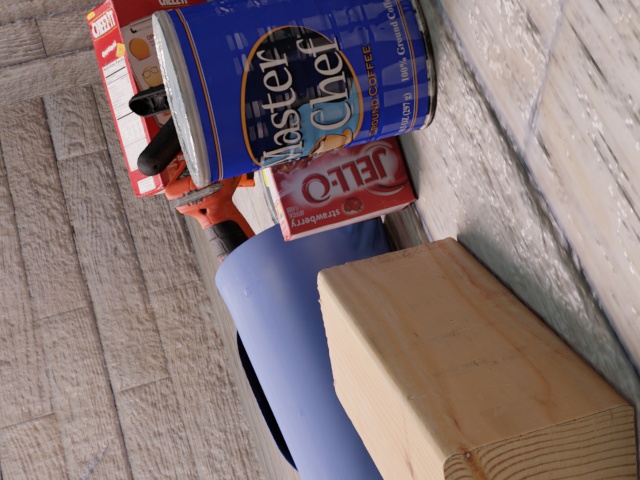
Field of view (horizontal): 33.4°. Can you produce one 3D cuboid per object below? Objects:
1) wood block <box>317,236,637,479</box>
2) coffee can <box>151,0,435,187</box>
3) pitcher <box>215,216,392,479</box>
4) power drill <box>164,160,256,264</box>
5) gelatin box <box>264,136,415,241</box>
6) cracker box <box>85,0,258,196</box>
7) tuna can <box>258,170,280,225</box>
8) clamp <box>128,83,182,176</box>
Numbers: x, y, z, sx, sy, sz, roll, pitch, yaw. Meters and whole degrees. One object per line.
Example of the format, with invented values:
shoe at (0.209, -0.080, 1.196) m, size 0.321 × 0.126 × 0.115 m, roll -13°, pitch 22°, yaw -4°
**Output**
wood block at (0.071, 0.083, 0.552) m, size 0.206 × 0.090 × 0.091 m, roll -125°, pitch 23°, yaw -64°
coffee can at (-0.017, -0.097, 0.622) m, size 0.103 × 0.140 × 0.103 m, roll 165°, pitch 90°, yaw -80°
pitcher at (0.020, 0.112, 0.760) m, size 0.149 × 0.145 × 0.243 m, roll 64°, pitch -176°, yaw -68°
power drill at (-0.056, 0.001, 0.944) m, size 0.187 × 0.057 × 0.184 m, roll 62°, pitch -161°, yaw -19°
gelatin box at (0.010, -0.047, 0.698) m, size 0.030 × 0.089 × 0.073 m, roll 134°, pitch 121°, yaw -77°
cracker box at (-0.155, -0.167, 1.200) m, size 0.072 × 0.163 × 0.214 m, roll -15°, pitch 91°, yaw 49°
tuna can at (-0.041, -0.059, 1.119) m, size 0.086 × 0.033 × 0.086 m, roll 165°, pitch 90°, yaw -80°
clamp at (-0.101, -0.126, 0.941) m, size 0.039 × 0.172 × 0.120 m, roll 43°, pitch -154°, yaw -42°
